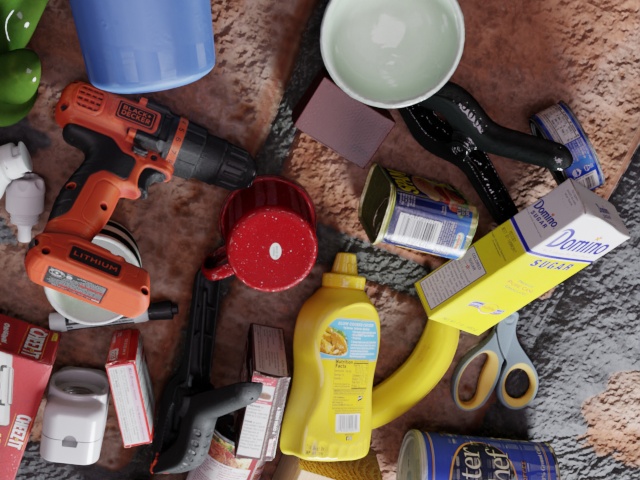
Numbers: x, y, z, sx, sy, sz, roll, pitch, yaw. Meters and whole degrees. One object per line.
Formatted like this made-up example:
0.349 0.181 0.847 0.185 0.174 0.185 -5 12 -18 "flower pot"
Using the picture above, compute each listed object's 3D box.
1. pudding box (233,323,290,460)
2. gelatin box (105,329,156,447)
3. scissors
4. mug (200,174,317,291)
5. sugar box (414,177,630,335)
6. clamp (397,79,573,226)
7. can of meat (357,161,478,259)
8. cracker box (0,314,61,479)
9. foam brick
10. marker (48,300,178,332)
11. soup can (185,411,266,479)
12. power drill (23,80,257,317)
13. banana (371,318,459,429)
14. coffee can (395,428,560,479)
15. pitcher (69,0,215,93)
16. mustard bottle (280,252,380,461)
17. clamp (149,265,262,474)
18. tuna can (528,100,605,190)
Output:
-0.057 0.141 0.999 0.039 0.113 0.090 9 107 -10 "pudding box"
-0.179 0.138 1.009 0.030 0.073 0.089 -10 110 -2 "gelatin box"
0.199 0.088 1.055 0.096 0.016 0.202 23 105 -14 "scissors"
-0.056 0.001 0.967 0.117 0.081 0.093 -26 109 4 "mug"
0.183 0.019 0.970 0.176 0.048 0.093 -35 147 27 "sugar box"
0.139 -0.091 0.940 0.171 0.039 0.120 42 141 -3 "clamp"
0.086 -0.025 0.961 0.084 0.102 0.057 14 107 -12 "can of meat"
-0.367 0.132 0.986 0.213 0.072 0.164 19 113 -12 "cracker box"
0.019 -0.109 0.952 0.078 0.051 0.053 32 104 -14 "foam brick"
-0.195 0.072 1.013 0.121 0.020 0.020 -6 110 -3 "marker"
-0.094 0.227 1.050 0.068 0.068 0.102 19 107 -11 "soup can"
-0.157 -0.032 0.907 0.184 0.187 0.057 20 148 -11 "power drill"
0.077 0.131 1.052 0.070 0.037 0.198 40 100 11 "banana"
0.154 0.245 1.060 0.140 0.103 0.103 7 108 -8 "coffee can"
-0.142 -0.246 0.847 0.144 0.149 0.243 -15 114 -19 "pitcher"
0.014 0.107 1.003 0.096 0.058 0.191 9 87 -44 "mustard bottle"
-0.118 0.138 1.004 0.036 0.164 0.210 8 132 -28 "clamp"
0.221 -0.081 0.961 0.034 0.086 0.086 -27 109 6 "tuna can"
